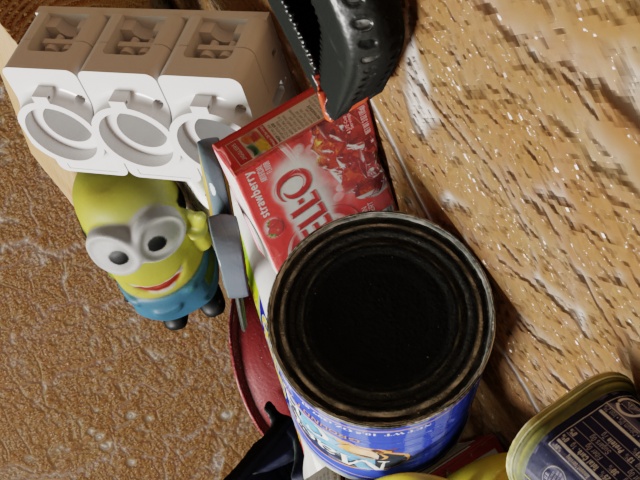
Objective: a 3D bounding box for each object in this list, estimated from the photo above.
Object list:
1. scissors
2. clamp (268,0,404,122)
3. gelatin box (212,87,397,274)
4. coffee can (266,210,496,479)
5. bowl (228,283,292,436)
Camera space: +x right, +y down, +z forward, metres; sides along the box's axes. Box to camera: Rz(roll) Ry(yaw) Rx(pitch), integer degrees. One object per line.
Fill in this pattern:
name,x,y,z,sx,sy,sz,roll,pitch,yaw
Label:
scissors,-0.054,0.001,0.625,0.202,0.016,0.096,114,145,-81
clamp,-0.014,-0.128,0.380,0.165,0.036,0.210,53,169,31
gelatin box,-0.005,-0.029,0.533,0.030,0.073,0.089,52,169,39
coffee can,0.030,0.059,0.536,0.103,0.102,0.140,56,170,20
bowl,-0.012,0.092,0.887,0.162,0.055,0.162,44,-143,-49
